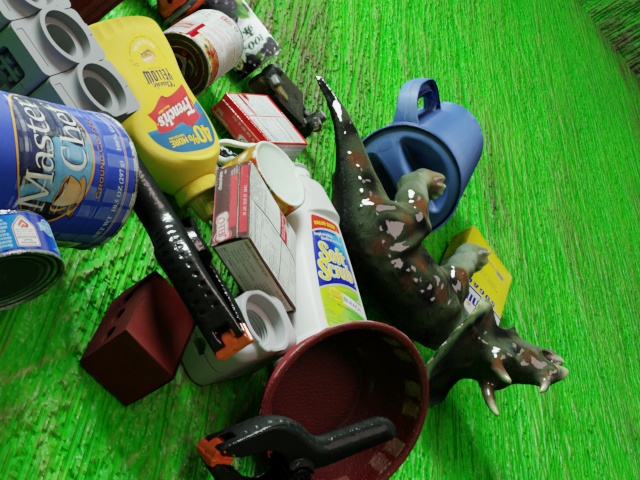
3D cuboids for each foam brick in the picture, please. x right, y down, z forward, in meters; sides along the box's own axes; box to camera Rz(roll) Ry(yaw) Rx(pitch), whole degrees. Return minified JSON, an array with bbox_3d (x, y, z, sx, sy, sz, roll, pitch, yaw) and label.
[{"bbox_3d":[-0.132,0.072,0.784,0.051,0.053,0.078,47,28,-19],"label":"foam brick"}]

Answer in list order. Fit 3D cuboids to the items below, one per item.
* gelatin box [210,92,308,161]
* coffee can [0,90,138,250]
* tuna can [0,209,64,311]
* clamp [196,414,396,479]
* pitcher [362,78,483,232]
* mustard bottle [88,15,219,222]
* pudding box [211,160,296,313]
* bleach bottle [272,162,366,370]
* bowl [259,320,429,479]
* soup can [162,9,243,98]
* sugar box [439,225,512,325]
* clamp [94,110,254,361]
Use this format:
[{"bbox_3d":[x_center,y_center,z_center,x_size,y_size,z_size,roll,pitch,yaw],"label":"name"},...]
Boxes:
[{"bbox_3d":[-0.062,-0.115,1.095,0.073,0.030,0.089,50,23,14],"label":"gelatin box"},{"bbox_3d":[-0.209,-0.048,0.726,0.140,0.103,0.103,7,56,-56],"label":"coffee can"},{"bbox_3d":[-0.209,0.015,0.679,0.086,0.086,0.034,7,54,-56],"label":"tuna can"},{"bbox_3d":[-0.015,0.171,0.828,0.171,0.039,0.120,33,78,-38],"label":"clamp"},{"bbox_3d":[0.128,-0.108,1.302,0.145,0.149,0.242,45,25,0],"label":"pitcher"},{"bbox_3d":[-0.141,-0.103,0.939,0.096,0.058,0.191,-22,82,-54],"label":"mustard bottle"},{"bbox_3d":[-0.056,0.001,0.924,0.113,0.039,0.090,59,23,-45],"label":"pudding box"},{"bbox_3d":[-0.012,0.023,1.020,0.102,0.068,0.251,31,36,-42],"label":"bleach bottle"},{"bbox_3d":[0.009,0.136,0.887,0.162,0.162,0.055,39,-7,-32],"label":"bowl"},{"bbox_3d":[-0.122,-0.182,1.042,0.068,0.069,0.102,52,28,-11],"label":"soup can"},{"bbox_3d":[0.186,0.060,1.319,0.093,0.048,0.176,52,27,-11],"label":"sugar box"},{"bbox_3d":[-0.109,0.002,0.798,0.210,0.036,0.164,56,0,45],"label":"clamp"}]
